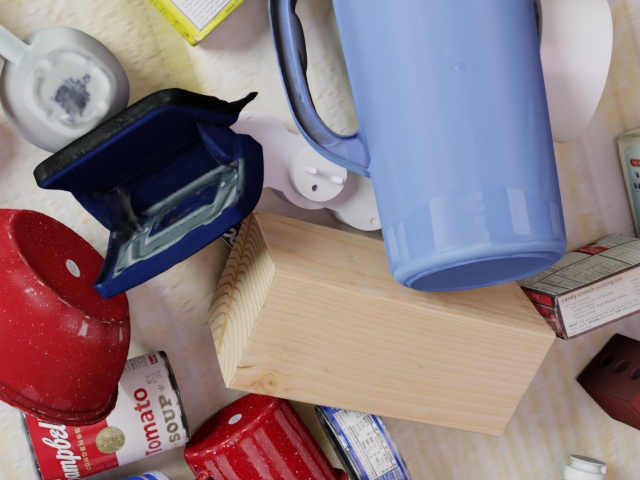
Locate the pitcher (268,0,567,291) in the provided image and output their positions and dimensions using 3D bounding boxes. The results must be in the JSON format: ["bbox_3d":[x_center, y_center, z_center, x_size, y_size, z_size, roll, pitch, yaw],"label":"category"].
[{"bbox_3d":[0.070,-0.094,0.674,0.144,0.149,0.243,3,72,-38],"label":"pitcher"}]

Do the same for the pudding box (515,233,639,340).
[{"bbox_3d":[0.202,0.033,0.787,0.113,0.090,0.039,-21,102,-13],"label":"pudding box"}]

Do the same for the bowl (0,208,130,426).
[{"bbox_3d":[-0.168,0.032,0.641,0.055,0.162,0.162,-43,107,13],"label":"bowl"}]

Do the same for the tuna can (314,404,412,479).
[{"bbox_3d":[0.030,0.145,0.756,0.033,0.086,0.086,-28,104,-9],"label":"tuna can"}]

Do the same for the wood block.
[{"bbox_3d":[0.039,0.058,0.724,0.205,0.090,0.091,14,115,-22],"label":"wood block"}]

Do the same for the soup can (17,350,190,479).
[{"bbox_3d":[-0.145,0.119,0.713,0.102,0.069,0.068,-16,101,-14],"label":"soup can"}]

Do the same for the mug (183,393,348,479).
[{"bbox_3d":[-0.048,0.162,0.729,0.117,0.093,0.081,-41,103,-39],"label":"mug"}]
